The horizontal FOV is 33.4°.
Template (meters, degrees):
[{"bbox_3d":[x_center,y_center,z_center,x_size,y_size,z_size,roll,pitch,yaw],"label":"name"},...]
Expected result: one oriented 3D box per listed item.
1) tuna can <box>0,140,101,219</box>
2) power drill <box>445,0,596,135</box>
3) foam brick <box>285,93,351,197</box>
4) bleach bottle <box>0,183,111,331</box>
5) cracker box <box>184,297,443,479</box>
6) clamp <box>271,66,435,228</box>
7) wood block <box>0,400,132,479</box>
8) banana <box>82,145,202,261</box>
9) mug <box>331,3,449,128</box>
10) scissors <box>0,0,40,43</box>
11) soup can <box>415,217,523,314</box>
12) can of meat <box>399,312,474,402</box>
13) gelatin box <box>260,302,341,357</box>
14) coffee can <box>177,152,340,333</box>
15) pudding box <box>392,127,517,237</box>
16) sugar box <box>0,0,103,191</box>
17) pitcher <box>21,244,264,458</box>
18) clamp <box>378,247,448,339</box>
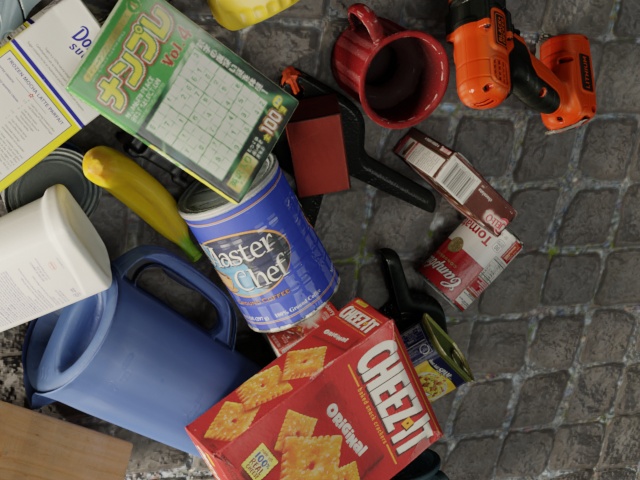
[{"bbox_3d":[-0.240,-0.048,0.947,0.086,0.034,0.086,-11,119,-20],"label":"tuna can"},{"bbox_3d":[0.191,-0.194,1.033,0.187,0.057,0.184,17,66,-42],"label":"power drill"},{"bbox_3d":[-0.003,-0.087,0.985,0.051,0.053,0.078,-10,119,-2],"label":"foam brick"},{"bbox_3d":[-0.314,0.044,0.920,0.251,0.068,0.102,-22,135,3],"label":"bleach bottle"},{"bbox_3d":[0.000,0.185,1.028,0.213,0.072,0.164,-35,122,-17],"label":"cracker box"},{"bbox_3d":[0.019,-0.078,1.046,0.164,0.036,0.210,-19,120,-2],"label":"clamp"},{"bbox_3d":[-0.284,0.199,0.974,0.205,0.091,0.090,32,67,-47],"label":"wood block"},{"bbox_3d":[-0.162,-0.044,0.947,0.037,0.070,0.197,-49,149,-3],"label":"banana"},{"bbox_3d":[0.056,-0.170,0.997,0.093,0.082,0.117,-37,125,-5],"label":"mug"},{"bbox_3d":[-0.271,-0.182,0.876,0.096,0.016,0.202,22,104,-31],"label":"scissors"},{"bbox_3d":[0.161,0.020,1.152,0.102,0.069,0.068,-47,125,2],"label":"soup can"},{"bbox_3d":[0.106,0.137,1.156,0.084,0.057,0.102,-33,137,12],"label":"can of meat"},{"bbox_3d":[-0.027,0.076,1.077,0.073,0.089,0.030,-29,131,-10],"label":"gelatin box"},{"bbox_3d":[-0.057,0.001,1.006,0.102,0.103,0.140,-32,116,-8],"label":"coffee can"},{"bbox_3d":[0.137,-0.059,1.087,0.039,0.090,0.113,-49,124,0],"label":"pudding box"},{"bbox_3d":[-0.245,-0.116,0.876,0.176,0.048,0.093,-40,116,-9],"label":"sugar box"},{"bbox_3d":[-0.147,0.120,1.024,0.149,0.145,0.242,-22,139,35],"label":"pitcher"},{"bbox_3d":[0.086,0.074,1.158,0.171,0.039,0.120,20,121,-37],"label":"clamp"}]
